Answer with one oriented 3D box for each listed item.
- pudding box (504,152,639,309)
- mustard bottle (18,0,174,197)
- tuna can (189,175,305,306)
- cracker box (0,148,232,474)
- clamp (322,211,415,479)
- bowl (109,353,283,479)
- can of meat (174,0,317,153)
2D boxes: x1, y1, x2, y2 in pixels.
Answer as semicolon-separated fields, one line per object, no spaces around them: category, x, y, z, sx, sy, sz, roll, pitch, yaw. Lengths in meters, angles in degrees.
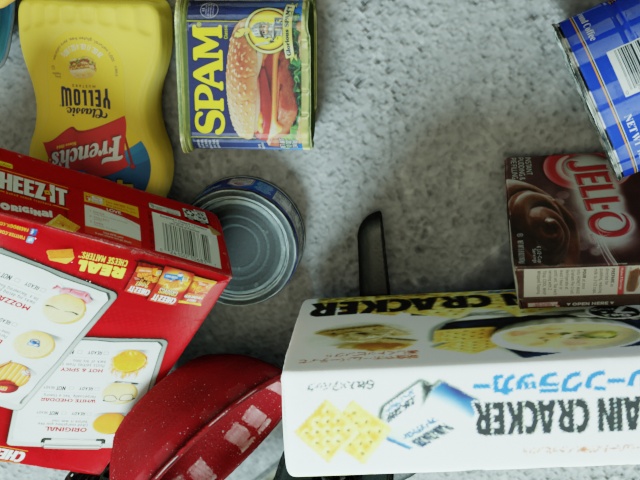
pudding box;0.161;-0.009;0.654;0.090;0.113;0.039;-3;132;9
mustard bottle;-0.146;-0.065;0.708;0.096;0.058;0.192;4;108;8
tuna can;-0.055;0.001;0.728;0.086;0.033;0.086;2;107;7
cracker box;-0.179;0.053;0.689;0.164;0.072;0.214;16;127;-28
clamp;0.065;0.104;0.742;0.164;0.036;0.210;25;105;1
bowl;-0.087;0.128;0.720;0.055;0.161;0.162;45;109;16
can of meat;-0.045;-0.107;0.682;0.084;0.057;0.102;1;108;4
